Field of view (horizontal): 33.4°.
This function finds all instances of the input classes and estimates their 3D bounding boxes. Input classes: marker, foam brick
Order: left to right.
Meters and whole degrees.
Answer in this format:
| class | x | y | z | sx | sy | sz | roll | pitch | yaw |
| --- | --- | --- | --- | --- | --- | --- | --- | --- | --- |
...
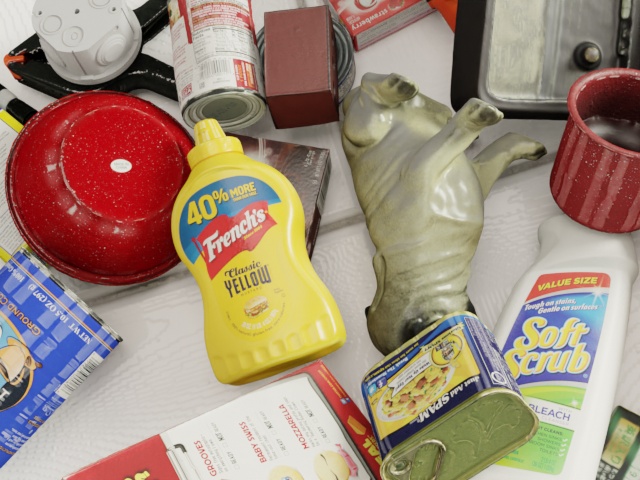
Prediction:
| class | x | y | z | sx | sy | sz | roll | pitch | yaw |
| --- | --- | --- | --- | --- | --- | --- | --- | --- | --- |
| marker | -0.285 | -0.132 | 0.916 | 0.121 | 0.020 | 0.020 | 36 | 77 | 19 |
| foam brick | -0.014 | -0.133 | 0.822 | 0.051 | 0.053 | 0.078 | -4 | 69 | 6 |

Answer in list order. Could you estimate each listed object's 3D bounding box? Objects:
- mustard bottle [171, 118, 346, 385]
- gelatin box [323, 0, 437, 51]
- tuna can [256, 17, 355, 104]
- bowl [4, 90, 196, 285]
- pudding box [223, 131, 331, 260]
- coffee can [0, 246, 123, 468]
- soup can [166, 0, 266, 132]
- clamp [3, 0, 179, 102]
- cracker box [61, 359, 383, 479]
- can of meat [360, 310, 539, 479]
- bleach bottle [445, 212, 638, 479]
| class | x | y | z | sx | sy | sz | roll | pitch | yaw |
| --- | --- | --- | --- | --- | --- | --- | --- | --- | --- |
| mustard bottle | -0.055 | 0.001 | 0.770 | 0.096 | 0.058 | 0.191 | -22 | 75 | 11 |
| gelatin box | 0.050 | -0.211 | 0.894 | 0.089 | 0.030 | 0.073 | -28 | 68 | -3 |
| tuna can | -0.014 | -0.144 | 0.875 | 0.086 | 0.034 | 0.086 | -3 | 69 | 7 |
| bowl | -0.155 | -0.050 | 0.811 | 0.162 | 0.055 | 0.162 | 6 | 72 | -19 |
| pudding box | -0.046 | -0.022 | 0.828 | 0.090 | 0.039 | 0.113 | 11 | 72 | 11 |
| coffee can | -0.229 | 0.090 | 0.776 | 0.103 | 0.103 | 0.140 | 39 | 78 | 19 |
| soup can | -0.081 | -0.144 | 0.835 | 0.068 | 0.068 | 0.102 | -11 | 69 | 3 |
| clamp | -0.160 | -0.170 | 0.904 | 0.210 | 0.036 | 0.164 | -2 | 68 | 4 |
| cracker box | -0.039 | 0.187 | 0.673 | 0.213 | 0.072 | 0.164 | -20 | 62 | -40 |
| can of meat | 0.079 | 0.106 | 0.695 | 0.102 | 0.057 | 0.084 | -36 | 34 | 14 |
| bleach bottle | 0.160 | 0.073 | 0.751 | 0.103 | 0.068 | 0.250 | 9 | 66 | 22 |
